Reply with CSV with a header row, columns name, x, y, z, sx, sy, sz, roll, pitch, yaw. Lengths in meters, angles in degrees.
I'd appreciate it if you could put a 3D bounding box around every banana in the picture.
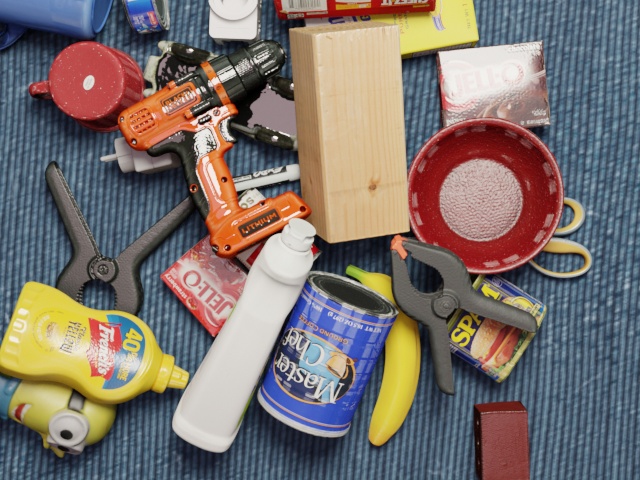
name,x,y,z,sx,sy,sz,roll,pitch,yaw
banana,0.075,0.120,1.144,0.070,0.037,0.198,-8,88,29

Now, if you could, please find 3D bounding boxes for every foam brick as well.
name,x,y,z,sx,sy,sz,roll,pitch,yaw
foam brick,0.191,0.213,1.131,0.051,0.053,0.078,-2,91,2

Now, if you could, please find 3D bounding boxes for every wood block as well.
name,x,y,z,sx,sy,sz,roll,pitch,yaw
wood block,0.029,-0.112,1.076,0.090,0.090,0.206,-9,106,-16

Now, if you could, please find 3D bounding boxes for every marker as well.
name,x,y,z,sx,sy,sz,roll,pitch,yaw
marker,-0.053,-0.068,1.149,0.121,0.020,0.020,-12,91,2

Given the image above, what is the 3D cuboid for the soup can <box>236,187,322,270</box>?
name,x,y,z,sx,sy,sz,roll,pitch,yaw
soup can,-0.057,0.001,1.127,0.102,0.068,0.068,44,92,1

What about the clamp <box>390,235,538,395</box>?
name,x,y,z,sx,sy,sz,roll,pitch,yaw
clamp,0.121,0.072,1.077,0.171,0.039,0.120,42,92,-5

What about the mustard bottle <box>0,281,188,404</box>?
name,x,y,z,sx,sy,sz,roll,pitch,yaw
mustard bottle,-0.229,0.117,1.106,0.191,0.058,0.096,20,64,-13

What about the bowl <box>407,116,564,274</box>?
name,x,y,z,sx,sy,sz,roll,pitch,yaw
bowl,0.168,-0.045,1.110,0.162,0.055,0.162,0,88,5

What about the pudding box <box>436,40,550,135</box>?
name,x,y,z,sx,sy,sz,roll,pitch,yaw
pudding box,0.182,-0.159,1.129,0.113,0.039,0.090,-6,91,3

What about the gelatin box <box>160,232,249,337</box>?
name,x,y,z,sx,sy,sz,roll,pitch,yaw
gelatin box,-0.115,0.047,1.149,0.073,0.030,0.089,-41,89,3

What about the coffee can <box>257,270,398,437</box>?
name,x,y,z,sx,sy,sz,roll,pitch,yaw
coffee can,0.007,0.116,1.098,0.103,0.102,0.140,22,102,1

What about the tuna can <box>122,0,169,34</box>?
name,x,y,z,sx,sy,sz,roll,pitch,yaw
tuna can,-0.185,-0.260,1.117,0.034,0.086,0.086,-10,91,3

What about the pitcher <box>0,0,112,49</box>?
name,x,y,z,sx,sy,sz,roll,pitch,yaw
pitcher,-0.342,-0.280,1.110,0.243,0.149,0.145,15,77,-2

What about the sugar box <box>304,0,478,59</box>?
name,x,y,z,sx,sy,sz,roll,pitch,yaw
sugar box,0.071,-0.237,1.128,0.176,0.048,0.093,-11,90,1

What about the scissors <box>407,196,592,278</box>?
name,x,y,z,sx,sy,sz,roll,pitch,yaw
scissors,0.197,-0.015,1.144,0.202,0.016,0.096,16,90,2

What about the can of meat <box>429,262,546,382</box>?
name,x,y,z,sx,sy,sz,roll,pitch,yaw
can of meat,0.178,0.087,1.127,0.084,0.057,0.102,32,93,-2

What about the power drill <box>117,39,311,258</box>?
name,x,y,z,sx,sy,sz,roll,pitch,yaw
power drill,-0.085,-0.090,1.071,0.184,0.057,0.187,-29,85,-2

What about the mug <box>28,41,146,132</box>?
name,x,y,z,sx,sy,sz,roll,pitch,yaw
mug,-0.248,-0.163,1.123,0.117,0.081,0.093,-2,91,2

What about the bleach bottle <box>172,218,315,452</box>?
name,x,y,z,sx,sy,sz,roll,pitch,yaw
bleach bottle,-0.069,0.089,1.068,0.068,0.102,0.251,25,118,-3

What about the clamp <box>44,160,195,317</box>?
name,x,y,z,sx,sy,sz,roll,pitch,yaw
clamp,-0.221,0.026,1.149,0.164,0.036,0.210,6,94,-2
